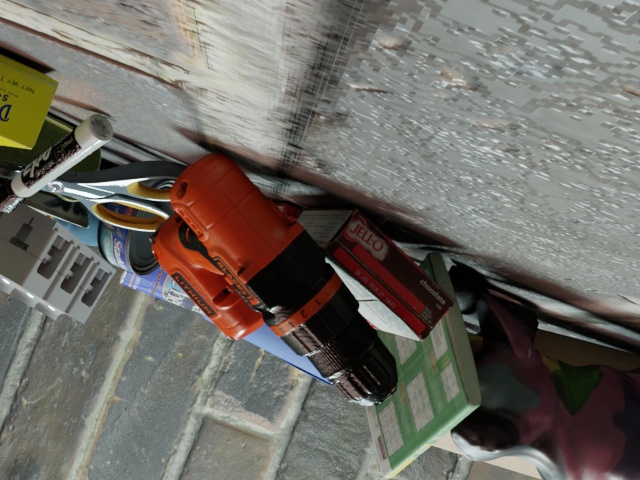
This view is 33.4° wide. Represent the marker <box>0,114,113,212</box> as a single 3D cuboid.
[{"bbox_3d":[-0.177,-0.047,0.690,0.020,0.020,0.121,24,141,-39],"label":"marker"}]

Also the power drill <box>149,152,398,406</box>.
[{"bbox_3d":[-0.038,0.029,0.701,0.184,0.057,0.188,52,163,-9],"label":"power drill"}]

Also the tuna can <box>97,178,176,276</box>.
[{"bbox_3d":[-0.150,-0.016,0.900,0.034,0.086,0.086,21,176,19],"label":"tuna can"}]

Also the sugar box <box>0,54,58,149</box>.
[{"bbox_3d":[-0.218,-0.088,0.617,0.093,0.048,0.176,23,174,-25],"label":"sugar box"}]

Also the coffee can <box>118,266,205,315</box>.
[{"bbox_3d":[-0.126,0.023,1.116,0.140,0.103,0.103,22,175,-8],"label":"coffee can"}]

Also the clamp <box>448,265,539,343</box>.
[{"bbox_3d":[0.104,0.049,0.831,0.120,0.039,0.171,16,170,44],"label":"clamp"}]

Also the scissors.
[{"bbox_3d":[-0.166,-0.047,0.737,0.096,0.016,0.201,-24,150,30],"label":"scissors"}]

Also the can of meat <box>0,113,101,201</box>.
[{"bbox_3d":[-0.224,-0.070,0.786,0.084,0.057,0.102,15,172,40],"label":"can of meat"}]

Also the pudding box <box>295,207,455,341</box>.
[{"bbox_3d":[0.026,0.020,0.700,0.090,0.039,0.114,44,167,-15],"label":"pudding box"}]
